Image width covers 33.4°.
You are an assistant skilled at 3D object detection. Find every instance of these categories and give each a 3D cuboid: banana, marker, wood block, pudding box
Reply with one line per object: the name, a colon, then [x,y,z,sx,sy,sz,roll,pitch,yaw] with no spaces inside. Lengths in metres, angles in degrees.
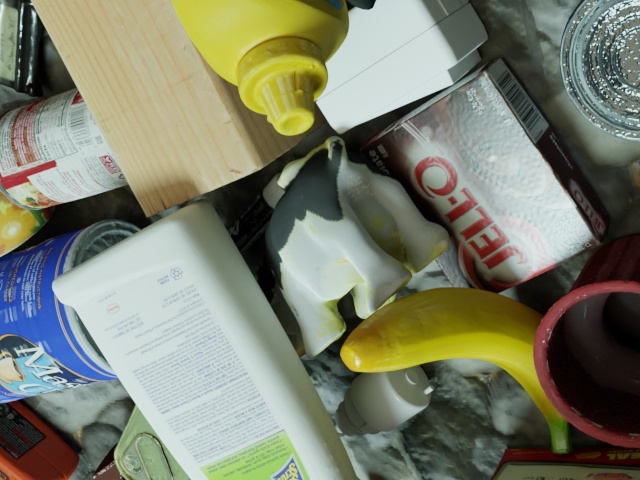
banana: [0.090,0.061,0.575,0.197,0.069,0.037,26,155,-38]
marker: [-0.055,0.001,0.684,0.020,0.020,0.121,45,125,1]
wood block: [-0.093,-0.131,0.601,0.091,0.090,0.206,-19,103,33]
pudding box: [0.090,-0.030,0.584,0.090,0.039,0.113,-30,96,35]

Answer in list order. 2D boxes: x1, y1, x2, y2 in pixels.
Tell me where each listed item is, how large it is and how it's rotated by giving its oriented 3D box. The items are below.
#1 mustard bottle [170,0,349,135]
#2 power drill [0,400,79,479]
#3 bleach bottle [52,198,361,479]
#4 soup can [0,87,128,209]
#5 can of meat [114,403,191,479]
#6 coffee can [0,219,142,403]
mustard bottle: [-0.033,-0.131,0.512,0.058,0.096,0.191,-38,54,33]
power drill: [-0.263,0.222,0.867,0.184,0.057,0.188,38,124,7]
bleach bottle: [-0.047,0.107,0.611,0.103,0.068,0.251,-27,95,22]
soup can: [-0.151,-0.062,0.674,0.102,0.068,0.068,-12,106,30]
can of meat: [-0.081,0.112,0.709,0.057,0.083,0.102,33,123,9]
coffee can: [-0.181,0.051,0.720,0.141,0.102,0.103,-15,105,31]
